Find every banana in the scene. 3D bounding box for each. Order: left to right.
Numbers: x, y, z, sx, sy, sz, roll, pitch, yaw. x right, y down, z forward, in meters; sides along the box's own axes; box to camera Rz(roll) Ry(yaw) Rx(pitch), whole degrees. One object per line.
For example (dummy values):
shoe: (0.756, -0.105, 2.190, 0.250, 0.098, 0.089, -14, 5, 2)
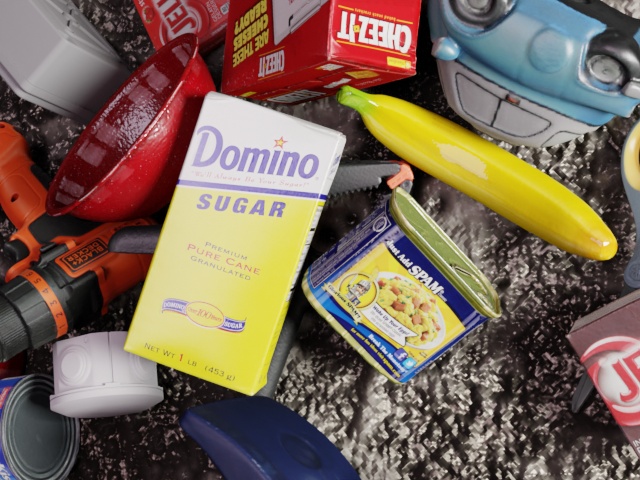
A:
banana: (0.100, -0.043, 0.681, 0.198, 0.069, 0.037, 30, 113, 14)

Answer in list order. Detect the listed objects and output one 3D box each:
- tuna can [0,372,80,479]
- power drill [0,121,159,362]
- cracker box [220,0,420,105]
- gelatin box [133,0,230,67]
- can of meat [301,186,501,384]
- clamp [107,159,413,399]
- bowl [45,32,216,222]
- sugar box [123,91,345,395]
tuna can: (-0.219, 0.143, 0.793, 0.034, 0.086, 0.086, -10, 79, 24)
power drill: (-0.233, 0.001, 0.787, 0.188, 0.184, 0.057, 40, 143, 26)
cracker box: (0.004, -0.206, 0.700, 0.164, 0.072, 0.214, 0, 85, 63)
gelatin box: (-0.102, -0.184, 0.812, 0.073, 0.030, 0.089, -30, 72, 18)
can of meat: (0.051, 0.032, 0.684, 0.084, 0.057, 0.102, -41, 102, 17)
clamp: (-0.031, 0.004, 0.729, 0.210, 0.036, 0.164, -42, 97, 10)
bowl: (-0.122, -0.068, 0.752, 0.162, 0.055, 0.162, -39, 27, 24)
sugar box: (-0.055, 0.001, 0.688, 0.093, 0.048, 0.176, 18, 96, 5)
